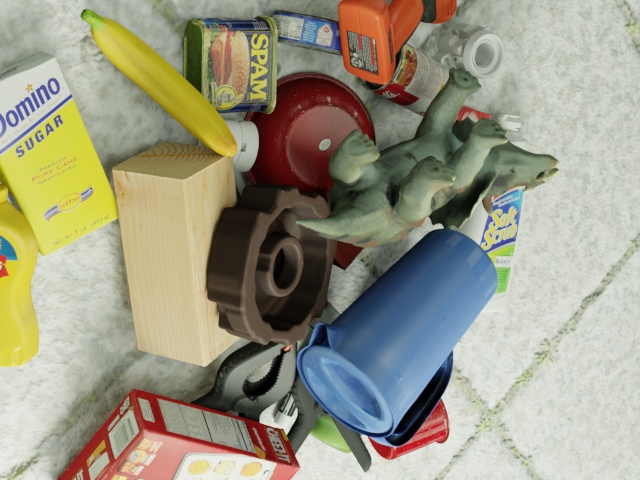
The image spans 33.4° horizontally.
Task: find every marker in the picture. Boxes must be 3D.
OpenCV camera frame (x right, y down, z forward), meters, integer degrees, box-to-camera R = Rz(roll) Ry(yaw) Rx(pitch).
[{"bbox_3d":[-0.023,0.170,1.298,0.020,0.020,0.121,25,91,-36],"label":"marker"}]

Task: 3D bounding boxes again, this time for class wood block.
[{"bbox_3d":[-0.141,0.013,1.101,0.090,0.091,0.206,-38,131,-52],"label":"wood block"}]

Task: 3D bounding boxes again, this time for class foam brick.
[{"bbox_3d":[0.026,-0.016,1.248,0.078,0.053,0.051,-49,125,-9],"label":"foam brick"}]

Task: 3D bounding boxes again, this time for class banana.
[{"bbox_3d":[-0.159,-0.154,1.055,0.197,0.069,0.037,41,105,-13],"label":"banana"}]

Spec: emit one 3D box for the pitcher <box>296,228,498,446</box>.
[{"bbox_3d":[0.100,0.105,1.215,0.242,0.145,0.149,-44,162,-30],"label":"pitcher"}]

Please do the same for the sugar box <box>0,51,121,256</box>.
[{"bbox_3d":[-0.269,-0.083,1.036,0.093,0.048,0.176,-31,122,-22],"label":"sugar box"}]

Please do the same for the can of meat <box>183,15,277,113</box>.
[{"bbox_3d":[-0.095,-0.182,1.112,0.083,0.058,0.102,-7,108,-29],"label":"can of meat"}]

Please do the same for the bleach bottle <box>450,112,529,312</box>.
[{"bbox_3d":[0.212,-0.037,1.358,0.102,0.068,0.251,2,102,-35],"label":"bleach bottle"}]

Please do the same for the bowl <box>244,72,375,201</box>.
[{"bbox_3d":[-0.004,-0.104,1.173,0.162,0.055,0.162,-3,98,-20],"label":"bowl"}]

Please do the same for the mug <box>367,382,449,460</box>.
[{"bbox_3d":[0.102,0.217,1.360,0.081,0.093,0.117,-18,90,-22],"label":"mug"}]

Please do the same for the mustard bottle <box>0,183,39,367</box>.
[{"bbox_3d":[-0.318,0.022,1.018,0.096,0.058,0.192,6,105,9],"label":"mustard bottle"}]

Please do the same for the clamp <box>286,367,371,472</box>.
[{"bbox_3d":[0.013,0.199,1.254,0.120,0.039,0.171,9,96,-21],"label":"clamp"}]

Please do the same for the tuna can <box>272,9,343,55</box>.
[{"bbox_3d":[-0.011,-0.221,1.135,0.085,0.086,0.034,6,100,-34],"label":"tuna can"}]

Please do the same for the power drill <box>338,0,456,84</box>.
[{"bbox_3d":[0.090,-0.269,1.117,0.187,0.057,0.184,-51,149,-30],"label":"power drill"}]

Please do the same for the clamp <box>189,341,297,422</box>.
[{"bbox_3d":[-0.086,0.185,1.221,0.164,0.036,0.210,31,108,-40],"label":"clamp"}]

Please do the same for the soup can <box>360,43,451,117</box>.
[{"bbox_3d":[0.106,-0.187,1.234,0.102,0.069,0.068,20,94,-37],"label":"soup can"}]

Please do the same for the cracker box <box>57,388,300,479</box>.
[{"bbox_3d":[-0.157,0.259,1.178,0.213,0.072,0.164,23,117,-37],"label":"cracker box"}]
